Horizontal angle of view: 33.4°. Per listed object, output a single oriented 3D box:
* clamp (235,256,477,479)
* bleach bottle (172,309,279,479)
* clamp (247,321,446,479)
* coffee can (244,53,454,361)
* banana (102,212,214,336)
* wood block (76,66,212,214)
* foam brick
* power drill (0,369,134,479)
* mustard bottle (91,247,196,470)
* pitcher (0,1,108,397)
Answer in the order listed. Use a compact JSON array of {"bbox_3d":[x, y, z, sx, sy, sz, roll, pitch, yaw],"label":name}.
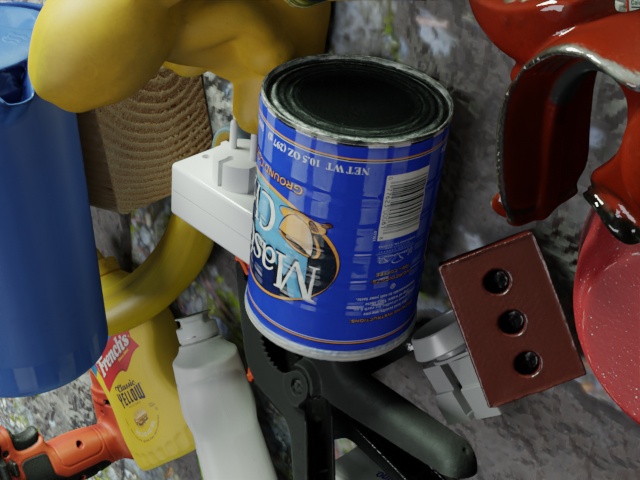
[{"bbox_3d":[-0.004,0.099,0.671,0.210,0.036,0.165,57,131,27],"label":"clamp"},{"bbox_3d":[-0.060,0.175,0.786,0.103,0.068,0.251,168,86,-81],"label":"bleach bottle"},{"bbox_3d":[0.017,0.092,0.704,0.172,0.039,0.120,19,112,39],"label":"clamp"},{"bbox_3d":[0.013,-0.019,0.595,0.103,0.102,0.140,33,132,33],"label":"coffee can"},{"bbox_3d":[-0.130,0.026,0.790,0.198,0.069,0.037,-36,58,29],"label":"banana"},{"bbox_3d":[-0.180,-0.089,0.787,0.206,0.090,0.091,14,121,44],"label":"wood block"},{"bbox_3d":[0.097,0.040,0.551,0.053,0.051,0.078,-21,90,7],"label":"foam brick"},{"bbox_3d":[-0.238,0.160,0.910,0.057,0.187,0.184,12,120,47],"label":"power drill"},{"bbox_3d":[-0.153,0.088,0.876,0.096,0.058,0.191,-30,85,41],"label":"mustard bottle"},{"bbox_3d":[-0.216,-0.026,0.694,0.145,0.149,0.243,-2,120,5],"label":"pitcher"}]
